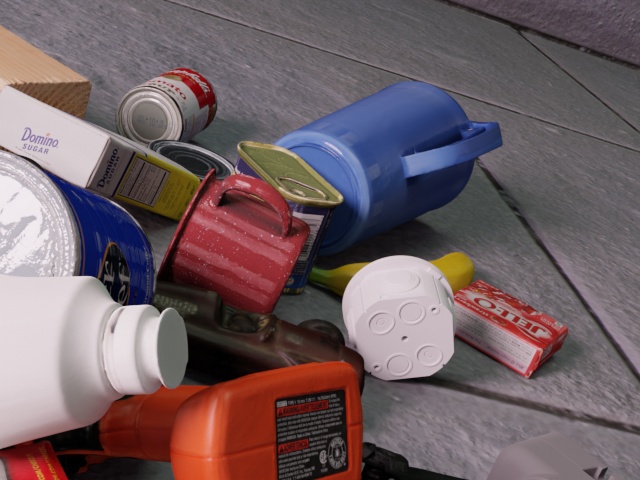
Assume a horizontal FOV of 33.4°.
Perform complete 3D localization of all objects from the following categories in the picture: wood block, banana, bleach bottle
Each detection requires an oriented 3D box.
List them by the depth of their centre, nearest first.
[{"bbox_3d":[-0.170,0.043,0.407,0.251,0.068,0.102,-4,18,15],"label":"bleach bottle"},{"bbox_3d":[-0.294,-0.130,0.862,0.206,0.090,0.090,32,25,27],"label":"wood block"},{"bbox_3d":[0.078,0.030,0.893,0.197,0.037,0.070,0,30,-43],"label":"banana"}]

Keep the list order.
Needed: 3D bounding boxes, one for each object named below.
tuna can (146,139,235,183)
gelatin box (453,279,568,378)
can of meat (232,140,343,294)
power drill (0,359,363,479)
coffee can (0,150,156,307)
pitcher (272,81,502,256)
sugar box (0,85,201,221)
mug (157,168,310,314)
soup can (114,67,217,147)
[{"bbox_3d":[-0.114,-0.055,0.925,0.086,0.034,0.086,18,21,-7],"label":"tuna can"},{"bbox_3d":[0.150,0.070,0.872,0.089,0.030,0.073,29,23,22],"label":"gelatin box"},{"bbox_3d":[-0.037,-0.018,0.835,0.057,0.084,0.102,5,26,-36],"label":"can of meat"},{"bbox_3d":[-0.091,0.083,0.463,0.188,0.057,0.184,-3,-1,36],"label":"power drill"},{"bbox_3d":[-0.153,0.015,0.556,0.103,0.103,0.140,24,-3,9],"label":"coffee can"},{"bbox_3d":[0.052,-0.068,0.971,0.145,0.149,0.242,38,28,12],"label":"pitcher"},{"bbox_3d":[-0.165,-0.060,0.801,0.093,0.048,0.176,26,3,16],"label":"sugar box"},{"bbox_3d":[-0.055,0.001,0.739,0.081,0.117,0.093,26,43,-1],"label":"mug"},{"bbox_3d":[-0.146,-0.123,1.014,0.068,0.068,0.102,23,22,5],"label":"soup can"}]
